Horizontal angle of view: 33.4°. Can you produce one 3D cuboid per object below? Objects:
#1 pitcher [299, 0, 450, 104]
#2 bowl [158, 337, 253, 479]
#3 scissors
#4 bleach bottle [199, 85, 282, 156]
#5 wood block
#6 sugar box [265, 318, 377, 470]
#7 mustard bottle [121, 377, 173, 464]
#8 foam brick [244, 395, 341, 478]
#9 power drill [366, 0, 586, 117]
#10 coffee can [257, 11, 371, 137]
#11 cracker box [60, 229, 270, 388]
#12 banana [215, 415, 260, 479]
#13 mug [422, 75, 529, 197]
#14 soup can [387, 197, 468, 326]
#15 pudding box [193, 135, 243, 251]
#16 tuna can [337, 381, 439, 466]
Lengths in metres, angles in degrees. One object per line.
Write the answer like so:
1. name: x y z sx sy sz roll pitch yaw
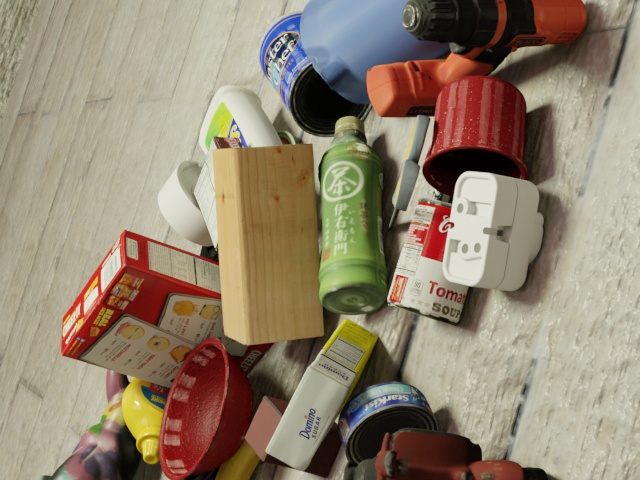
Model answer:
1. pitcher: 0.104 -0.252 1.088 0.243 0.144 0.149 -27 63 47
2. bowl: -0.120 0.193 1.185 0.162 0.055 0.162 -44 35 42
3. scissors: 0.082 -0.061 1.010 0.202 0.016 0.096 70 -145 -87
4. bleach bottle: -0.078 -0.096 1.311 0.103 0.068 0.251 -64 33 20
5. wood block: -0.058 0.001 1.153 0.091 0.090 0.206 -170 76 -69
6. sugar box: 0.005 0.140 0.999 0.093 0.048 0.176 -63 -3 14
7. mustard bottle: -0.194 0.196 1.303 0.058 0.096 0.191 -44 24 27
8. foam brick: -0.025 0.197 1.074 0.053 0.078 0.051 -65 29 5
9. power drill: 0.118 -0.169 0.962 0.188 0.184 0.057 -30 68 58
10. coffee can: -0.007 -0.197 1.253 0.103 0.102 0.140 -59 31 20
11. cracker box: -0.170 0.091 1.244 0.164 0.213 0.072 -51 33 31
12. banana: -0.080 0.246 1.178 0.198 0.037 0.069 -55 31 27
13. mug: 0.135 -0.089 0.962 0.117 0.093 0.081 -31 42 52
14. soup can: 0.106 0.019 0.965 0.069 0.068 0.102 13 85 61
15. pudding box: -0.109 -0.055 1.255 0.090 0.039 0.113 -67 32 35
16. tuna can: 0.059 0.166 0.939 0.086 0.086 0.034 -56 30 24
